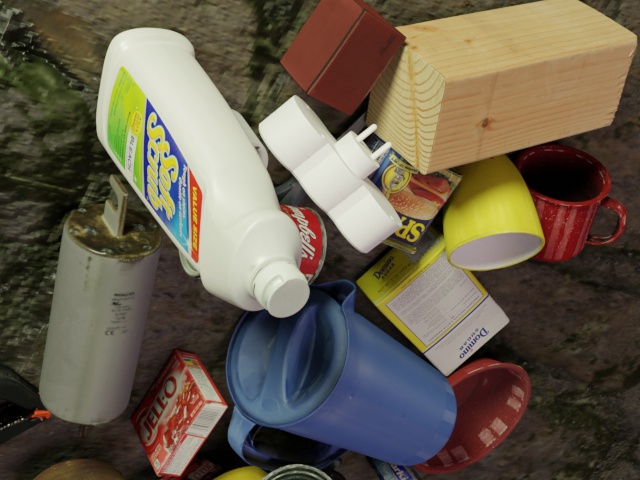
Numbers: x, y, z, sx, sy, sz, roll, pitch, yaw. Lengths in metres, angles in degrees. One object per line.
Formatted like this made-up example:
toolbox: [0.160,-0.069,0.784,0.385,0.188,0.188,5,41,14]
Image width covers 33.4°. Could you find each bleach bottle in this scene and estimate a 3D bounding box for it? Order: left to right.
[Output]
bleach bottle: [-0.075,-0.043,0.705,0.067,0.251,0.103,-4,126,-32]

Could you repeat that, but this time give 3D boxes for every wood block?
wood block: [0.152,-0.134,0.895,0.205,0.090,0.091,-16,133,-29]

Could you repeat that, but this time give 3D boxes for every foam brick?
foam brick: [0.017,-0.147,0.829,0.052,0.051,0.078,22,110,-44]

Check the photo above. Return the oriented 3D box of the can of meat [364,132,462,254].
can of meat: [0.065,-0.045,0.942,0.101,0.057,0.084,20,109,-42]

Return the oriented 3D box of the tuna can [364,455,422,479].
tuna can: [0.086,0.260,1.181,0.034,0.086,0.086,-37,137,-1]

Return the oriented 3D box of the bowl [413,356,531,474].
bowl: [0.153,0.183,1.186,0.161,0.055,0.162,-18,133,-21]

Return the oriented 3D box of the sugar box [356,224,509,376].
sugar box: [0.116,0.062,1.071,0.093,0.048,0.176,-41,140,2]

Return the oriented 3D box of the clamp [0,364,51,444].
clamp: [-0.303,0.143,0.856,0.171,0.039,0.120,16,115,-42]

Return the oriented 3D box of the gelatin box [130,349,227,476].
gelatin box: [-0.129,0.156,0.959,0.030,0.073,0.089,19,113,-41]

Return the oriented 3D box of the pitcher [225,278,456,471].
pitcher: [0.025,0.148,1.021,0.149,0.145,0.242,-18,149,29]

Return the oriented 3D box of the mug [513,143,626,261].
mug: [0.237,-0.030,1.034,0.093,0.117,0.081,-58,161,-45]
